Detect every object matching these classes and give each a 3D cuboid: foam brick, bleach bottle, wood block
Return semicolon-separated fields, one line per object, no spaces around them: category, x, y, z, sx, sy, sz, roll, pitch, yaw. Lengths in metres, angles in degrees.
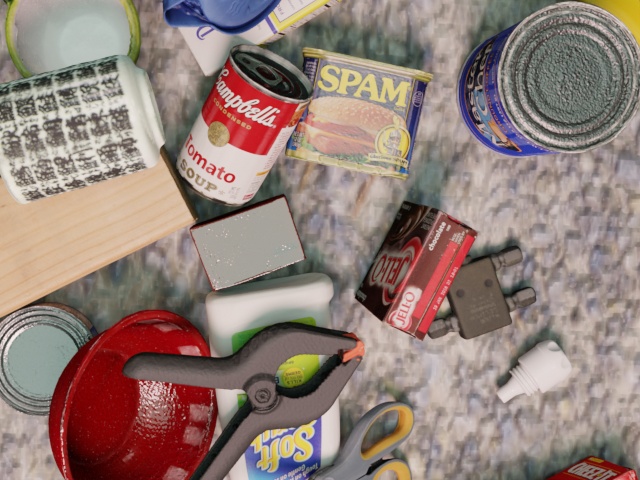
foam brick;-0.055;0.001;0.824;0.078;0.051;0.053;-19;95;-2
bleach bottle;-0.023;0.157;0.831;0.102;0.068;0.251;-9;97;-5
wood block;-0.203;-0.010;0.793;0.206;0.091;0.090;-27;95;-2

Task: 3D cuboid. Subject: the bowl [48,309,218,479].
bowl;-0.148;0.128;0.797;0.055;0.161;0.162;5;94;35

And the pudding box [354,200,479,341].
pudding box;0.070;0.020;0.802;0.039;0.113;0.090;28;91;-9

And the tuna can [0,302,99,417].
tuna can;-0.213;0.091;0.827;0.086;0.034;0.086;0;93;-4

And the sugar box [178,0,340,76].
sugar box;-0.031;-0.206;0.798;0.176;0.048;0.093;-28;93;14

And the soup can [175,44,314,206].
soup can;-0.058;-0.084;0.792;0.068;0.068;0.102;30;119;-5

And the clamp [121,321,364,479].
clamp;-0.047;0.118;0.773;0.171;0.039;0.120;-14;110;-6

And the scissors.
scissors;0.010;0.196;0.804;0.201;0.016;0.096;-35;118;-38

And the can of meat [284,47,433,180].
can of meat;0.027;-0.096;0.822;0.102;0.057;0.084;11;95;-4

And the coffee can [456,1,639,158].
coffee can;0.164;-0.113;0.787;0.102;0.140;0.103;0;93;-4
